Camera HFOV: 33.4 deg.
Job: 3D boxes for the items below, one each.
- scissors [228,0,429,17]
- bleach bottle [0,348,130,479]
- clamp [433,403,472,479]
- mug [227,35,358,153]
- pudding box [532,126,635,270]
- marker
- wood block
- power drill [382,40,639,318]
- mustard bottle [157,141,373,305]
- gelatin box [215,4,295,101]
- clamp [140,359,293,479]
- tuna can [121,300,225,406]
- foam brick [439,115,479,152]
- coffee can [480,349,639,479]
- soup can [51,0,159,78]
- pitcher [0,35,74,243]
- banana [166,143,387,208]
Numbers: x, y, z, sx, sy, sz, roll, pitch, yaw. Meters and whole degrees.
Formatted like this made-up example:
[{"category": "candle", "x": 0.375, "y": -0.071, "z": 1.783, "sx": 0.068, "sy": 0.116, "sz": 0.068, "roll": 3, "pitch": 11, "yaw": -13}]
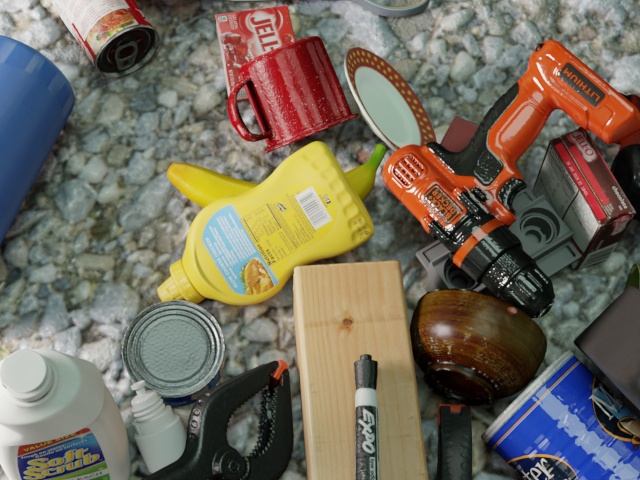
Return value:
[{"category": "scissors", "x": 0.012, "y": -0.269, "z": 1.083, "sx": 0.201, "sy": 0.016, "sz": 0.096, "roll": 7, "pitch": 64, "yaw": 0}, {"category": "bleach bottle", "x": -0.197, "y": 0.132, "z": 0.766, "sx": 0.102, "sy": 0.251, "sz": 0.068, "roll": -8, "pitch": 67, "yaw": -7}, {"category": "clamp", "x": 0.104, "y": 0.213, "z": 0.842, "sx": 0.039, "sy": 0.120, "sz": 0.171, "roll": 9, "pitch": 44, "yaw": 2}, {"category": "mug", "x": -0.033, "y": -0.129, "z": 0.959, "sx": 0.117, "sy": 0.093, "sz": 0.081, "roll": -25, "pitch": 96, "yaw": -27}, {"category": "pudding box", "x": 0.228, "y": -0.034, "z": 0.937, "sx": 0.039, "sy": 0.113, "sz": 0.090, "roll": -21, "pitch": 69, "yaw": -8}, {"category": "marker", "x": 0.034, "y": 0.144, "z": 0.800, "sx": 0.020, "sy": 0.020, "sz": 0.121, "roll": 2, "pitch": 66, "yaw": -2}, {"category": "wood block", "x": 0.030, "y": 0.129, "z": 0.868, "sx": 0.090, "sy": 0.090, "sz": 0.206, "roll": -3, "pitch": 67, "yaw": -4}, {"category": "power drill", "x": 0.169, "y": -0.054, "z": 0.870, "sx": 0.188, "sy": 0.057, "sz": 0.184, "roll": -44, "pitch": 72, "yaw": 5}, {"category": "mustard bottle", "x": -0.056, "y": 0.001, "z": 0.919, "sx": 0.191, "sy": 0.058, "sz": 0.096, "roll": -31, "pitch": 94, "yaw": 6}, {"category": "gelatin box", "x": -0.059, "y": -0.182, "z": 1.033, "sx": 0.073, "sy": 0.030, "sz": 0.089, "roll": -9, "pitch": 67, "yaw": -7}, {"category": "clamp", "x": -0.071, "y": 0.191, "z": 0.849, "sx": 0.164, "sy": 0.036, "sz": 0.209, "roll": 44, "pitch": 56, "yaw": -15}, {"category": "tuna can", "x": -0.123, "y": 0.096, "z": 0.904, "sx": 0.086, "sy": 0.034, "sz": 0.086, "roll": 1, "pitch": 66, "yaw": -3}, {"category": "foam brick", "x": 0.129, "y": -0.065, "z": 0.965, "sx": 0.051, "sy": 0.078, "sz": 0.053, "roll": 24, "pitch": 67, "yaw": 9}, {"category": "coffee can", "x": 0.214, "y": 0.172, "z": 0.851, "sx": 0.102, "sy": 0.103, "sz": 0.140, "roll": -40, "pitch": 74, "yaw": -18}, {"category": "soup can", "x": -0.208, "y": -0.215, "z": 1.020, "sx": 0.068, "sy": 0.068, "sz": 0.102, "roll": -30, "pitch": 70, "yaw": -15}, {"category": "pitcher", "x": -0.321, "y": -0.057, "z": 0.920, "sx": 0.149, "sy": 0.145, "sz": 0.242, "roll": 27, "pitch": 63, "yaw": -5}, {"category": "banana", "x": -0.036, "y": -0.045, "z": 0.960, "sx": 0.198, "sy": 0.037, "sz": 0.069, "roll": -6, "pitch": 99, "yaw": 0}]
